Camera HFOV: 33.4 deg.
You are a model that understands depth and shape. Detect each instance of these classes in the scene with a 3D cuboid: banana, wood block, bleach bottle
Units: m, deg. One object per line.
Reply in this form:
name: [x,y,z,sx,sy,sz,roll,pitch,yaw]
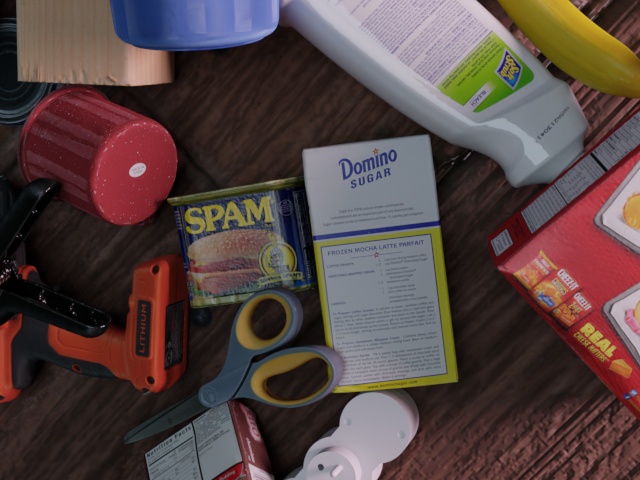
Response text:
banana: [0.150,-0.165,0.717,0.037,0.070,0.198,-30,78,-13]
wood block: [-0.159,-0.217,0.766,0.091,0.090,0.206,5,101,12]
bleach bottle: [0.086,-0.115,0.736,0.251,0.068,0.102,43,85,8]

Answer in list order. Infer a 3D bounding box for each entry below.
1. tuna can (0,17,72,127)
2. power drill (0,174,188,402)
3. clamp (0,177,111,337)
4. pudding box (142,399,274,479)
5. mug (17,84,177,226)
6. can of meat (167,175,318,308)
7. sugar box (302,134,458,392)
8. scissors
tuna can: [-0.240,-0.133,0.847,0.086,0.033,0.086,1,94,16]
power drill: [-0.197,0.042,0.836,0.188,0.057,0.184,4,99,18]
clamp: [-0.233,0.034,0.791,0.172,0.039,0.120,-21,94,31]
pudding box: [-0.081,0.185,0.792,0.090,0.039,0.113,-37,42,16]
mug: [-0.158,-0.052,0.795,0.082,0.117,0.093,24,59,35]
can of meat: [-0.055,0.001,0.792,0.102,0.057,0.084,-8,93,16]
sugar box: [0.042,0.017,0.765,0.093,0.048,0.176,-6,89,1]
scissors: [-0.077,0.092,0.782,0.202,0.016,0.096,-13,92,28]
